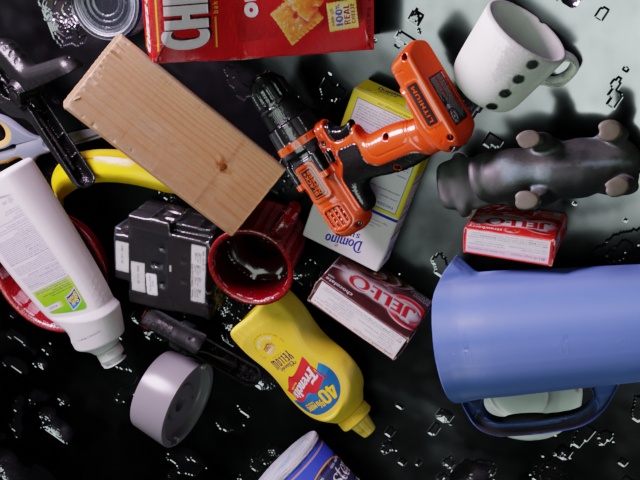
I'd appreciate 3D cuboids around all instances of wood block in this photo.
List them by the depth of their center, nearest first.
[{"bbox_3d":[-0.147,-0.106,1.072,0.206,0.090,0.091,39,90,-17],"label":"wood block"}]

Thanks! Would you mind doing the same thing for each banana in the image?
[{"bbox_3d":[-0.235,-0.075,1.215,0.198,0.037,0.069,-3,142,26],"label":"banana"}]

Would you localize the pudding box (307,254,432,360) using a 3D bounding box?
[{"bbox_3d":[0.054,0.064,1.122,0.113,0.090,0.039,33,120,7],"label":"pudding box"}]

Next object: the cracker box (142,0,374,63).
[{"bbox_3d":[-0.058,-0.255,0.988,0.213,0.072,0.164,-6,113,-12],"label":"cracker box"}]

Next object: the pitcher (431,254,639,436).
[{"bbox_3d":[0.239,0.096,1.042,0.243,0.145,0.149,-6,143,21],"label":"pitcher"}]

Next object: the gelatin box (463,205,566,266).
[{"bbox_3d":[0.191,-0.008,1.046,0.089,0.073,0.030,8,114,19],"label":"gelatin box"}]

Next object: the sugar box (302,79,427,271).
[{"bbox_3d":[0.053,-0.065,1.095,0.093,0.048,0.176,27,121,11],"label":"sugar box"}]

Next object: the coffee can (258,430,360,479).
[{"bbox_3d":[0.005,0.307,1.237,0.140,0.102,0.103,47,120,-2],"label":"coffee can"}]

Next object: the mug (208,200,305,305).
[{"bbox_3d":[-0.057,0.001,1.139,0.093,0.081,0.117,34,123,-5],"label":"mug"}]

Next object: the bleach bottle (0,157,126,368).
[{"bbox_3d":[-0.303,0.037,1.208,0.103,0.068,0.251,-22,104,28],"label":"bleach bottle"}]

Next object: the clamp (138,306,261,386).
[{"bbox_3d":[-0.155,0.110,1.213,0.172,0.039,0.120,21,162,33],"label":"clamp"}]

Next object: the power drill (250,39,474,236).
[{"bbox_3d":[0.038,-0.114,1.021,0.188,0.057,0.184,-28,98,35],"label":"power drill"}]

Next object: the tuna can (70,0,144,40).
[{"bbox_3d":[-0.221,-0.256,1.132,0.086,0.033,0.086,8,114,19],"label":"tuna can"}]

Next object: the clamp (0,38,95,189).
[{"bbox_3d":[-0.318,-0.170,1.167,0.210,0.036,0.165,39,140,24],"label":"clamp"}]

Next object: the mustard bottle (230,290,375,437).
[{"bbox_3d":[-0.008,0.146,1.200,0.191,0.058,0.096,47,129,-3],"label":"mustard bottle"}]

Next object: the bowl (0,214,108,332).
[{"bbox_3d":[-0.312,0.027,1.275,0.162,0.055,0.162,8,114,19],"label":"bowl"}]

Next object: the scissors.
[{"bbox_3d":[-0.329,-0.127,1.240,0.202,0.016,0.096,-25,100,28],"label":"scissors"}]
